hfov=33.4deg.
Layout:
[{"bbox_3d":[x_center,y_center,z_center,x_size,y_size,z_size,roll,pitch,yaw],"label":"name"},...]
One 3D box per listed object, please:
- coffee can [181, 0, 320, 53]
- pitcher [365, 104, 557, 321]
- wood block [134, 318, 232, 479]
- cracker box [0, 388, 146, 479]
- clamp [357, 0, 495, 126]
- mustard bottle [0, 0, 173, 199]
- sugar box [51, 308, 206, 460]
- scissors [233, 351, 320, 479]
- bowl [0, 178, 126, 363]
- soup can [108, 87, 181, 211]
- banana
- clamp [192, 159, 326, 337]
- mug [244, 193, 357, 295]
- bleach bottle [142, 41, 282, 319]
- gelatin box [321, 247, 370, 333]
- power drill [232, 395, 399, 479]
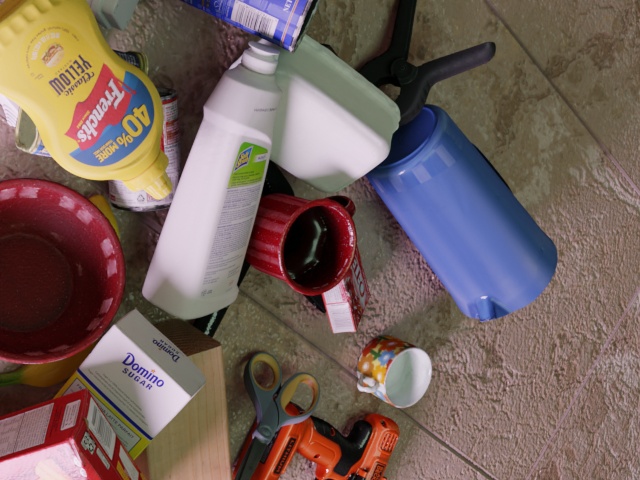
[{"bbox_3d":[-0.066,-0.237,0.921,0.140,0.103,0.103,25,88,-1],"label":"coffee can"},{"bbox_3d":[0.153,-0.040,1.186,0.145,0.149,0.242,-42,122,-1],"label":"pitcher"},{"bbox_3d":[-0.147,0.194,1.047,0.090,0.091,0.206,-15,111,-33],"label":"wood block"},{"bbox_3d":[-0.261,0.236,0.919,0.214,0.072,0.164,-19,120,9],"label":"cracker box"},{"bbox_3d":[0.099,-0.173,1.116,0.171,0.120,0.039,-58,158,-3],"label":"clamp"},{"bbox_3d":[-0.178,-0.104,0.822,0.096,0.058,0.191,-45,121,-12],"label":"mustard bottle"},{"bbox_3d":[-0.188,0.152,0.954,0.093,0.048,0.176,44,114,1],"label":"sugar box"},{"bbox_3d":[-0.068,0.179,1.077,0.016,0.096,0.201,-52,171,37],"label":"scissors"},{"bbox_3d":[-0.253,0.030,0.920,0.161,0.055,0.162,7,72,-23],"label":"bowl"},{"bbox_3d":[-0.161,-0.084,0.969,0.068,0.069,0.102,-13,111,-33],"label":"soup can"},{"bbox_3d":[-0.224,0.058,0.984,0.069,0.037,0.198,28,86,-38],"label":"banana"},{"bbox_3d":[-0.057,0.001,1.090,0.164,0.036,0.210,-7,108,-35],"label":"clamp"},{"bbox_3d":[-0.017,-0.008,1.041,0.117,0.082,0.093,-41,123,-23],"label":"mug"},{"bbox_3d":[-0.085,-0.056,0.960,0.102,0.068,0.251,-24,137,-62],"label":"bleach bottle"},{"bbox_3d":[0.025,0.043,1.144,0.073,0.030,0.089,-63,143,-56],"label":"gelatin box"},{"bbox_3d":[-0.007,0.264,1.193,0.187,0.057,0.184,29,82,-41],"label":"power drill"}]
